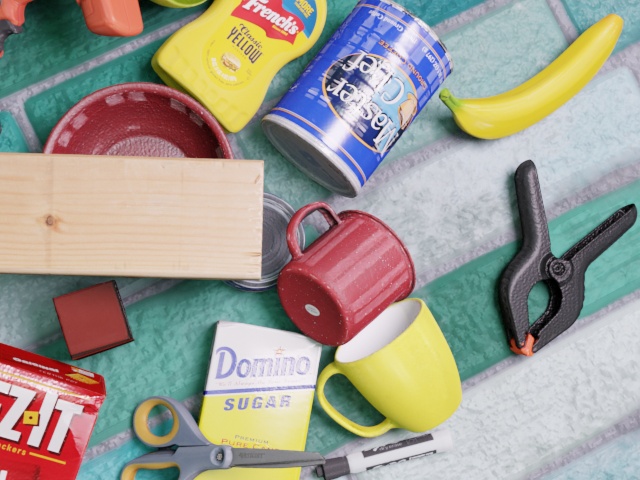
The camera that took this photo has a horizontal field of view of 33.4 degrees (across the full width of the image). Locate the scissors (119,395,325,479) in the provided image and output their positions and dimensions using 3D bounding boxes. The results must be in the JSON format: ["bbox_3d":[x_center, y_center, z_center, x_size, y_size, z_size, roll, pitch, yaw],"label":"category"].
[{"bbox_3d":[-0.085,0.155,0.852,0.202,0.016,0.096,-23,65,29],"label":"scissors"}]

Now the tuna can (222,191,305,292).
[{"bbox_3d":[-0.056,0.001,0.919,0.086,0.034,0.086,1,84,-8],"label":"tuna can"}]

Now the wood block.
[{"bbox_3d":[-0.147,-0.017,0.820,0.206,0.090,0.091,2,87,-3],"label":"wood block"}]

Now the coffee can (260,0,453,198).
[{"bbox_3d":[0.031,-0.122,0.909,0.103,0.103,0.140,38,80,-3],"label":"coffee can"}]

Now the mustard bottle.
[{"bbox_3d":[-0.051,-0.191,0.925,0.096,0.058,0.191,43,79,-17],"label":"mustard bottle"}]

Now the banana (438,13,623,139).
[{"bbox_3d":[0.194,-0.138,0.956,0.197,0.069,0.037,-27,52,-18],"label":"banana"}]

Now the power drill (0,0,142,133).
[{"bbox_3d":[-0.240,-0.177,0.861,0.188,0.057,0.184,-13,90,20],"label":"power drill"}]

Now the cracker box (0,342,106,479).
[{"bbox_3d":[-0.278,0.186,0.820,0.164,0.072,0.214,20,92,-17],"label":"cracker box"}]

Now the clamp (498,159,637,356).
[{"bbox_3d":[0.199,0.015,0.952,0.120,0.039,0.171,29,81,-3],"label":"clamp"}]

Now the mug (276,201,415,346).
[{"bbox_3d":[0.012,0.024,0.881,0.081,0.093,0.117,-39,106,-35],"label":"mug"}]

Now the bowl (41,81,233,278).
[{"bbox_3d":[-0.150,-0.048,0.895,0.162,0.055,0.162,0,86,-3],"label":"bowl"}]

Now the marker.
[{"bbox_3d":[0.055,0.186,0.924,0.121,0.020,0.020,-12,86,-9],"label":"marker"}]

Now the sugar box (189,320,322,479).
[{"bbox_3d":[-0.058,0.160,0.897,0.093,0.048,0.176,10,84,-7],"label":"sugar box"}]

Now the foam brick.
[{"bbox_3d":[-0.184,0.066,0.872,0.053,0.078,0.051,-18,87,-12],"label":"foam brick"}]
